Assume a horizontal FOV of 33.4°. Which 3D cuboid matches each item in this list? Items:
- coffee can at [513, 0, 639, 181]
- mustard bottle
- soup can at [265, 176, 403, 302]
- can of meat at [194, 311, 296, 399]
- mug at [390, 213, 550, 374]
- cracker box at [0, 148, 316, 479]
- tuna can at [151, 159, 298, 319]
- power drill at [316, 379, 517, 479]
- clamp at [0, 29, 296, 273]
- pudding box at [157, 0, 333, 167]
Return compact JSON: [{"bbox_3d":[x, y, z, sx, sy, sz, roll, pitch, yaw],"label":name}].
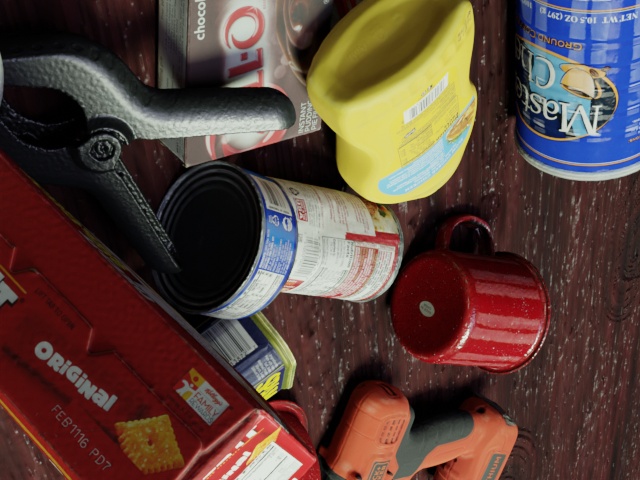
[{"bbox_3d":[0.181,-0.125,0.710,0.102,0.103,0.140,-31,135,-23],"label":"coffee can"},{"bbox_3d":[0.051,-0.072,0.638,0.096,0.058,0.191,-44,158,-7],"label":"mustard bottle"},{"bbox_3d":[-0.007,0.000,0.652,0.102,0.069,0.068,9,111,-46],"label":"soup can"},{"bbox_3d":[-0.066,0.085,0.646,0.084,0.057,0.102,-36,167,-14],"label":"can of meat"},{"bbox_3d":[0.106,0.038,0.781,0.081,0.093,0.117,8,81,-41],"label":"mug"},{"bbox_3d":[-0.091,0.058,0.486,0.072,0.164,0.213,-46,165,-8],"label":"cracker box"},{"bbox_3d":[-0.054,0.001,0.595,0.033,0.086,0.086,17,106,-50],"label":"tuna can"},{"bbox_3d":[0.068,0.197,0.873,0.187,0.057,0.184,3,116,-44],"label":"power drill"},{"bbox_3d":[-0.097,-0.058,0.519,0.120,0.039,0.171,-47,131,11],"label":"clamp"},{"bbox_3d":[-0.040,-0.103,0.568,0.089,0.039,0.113,-20,130,-32],"label":"pudding box"}]
